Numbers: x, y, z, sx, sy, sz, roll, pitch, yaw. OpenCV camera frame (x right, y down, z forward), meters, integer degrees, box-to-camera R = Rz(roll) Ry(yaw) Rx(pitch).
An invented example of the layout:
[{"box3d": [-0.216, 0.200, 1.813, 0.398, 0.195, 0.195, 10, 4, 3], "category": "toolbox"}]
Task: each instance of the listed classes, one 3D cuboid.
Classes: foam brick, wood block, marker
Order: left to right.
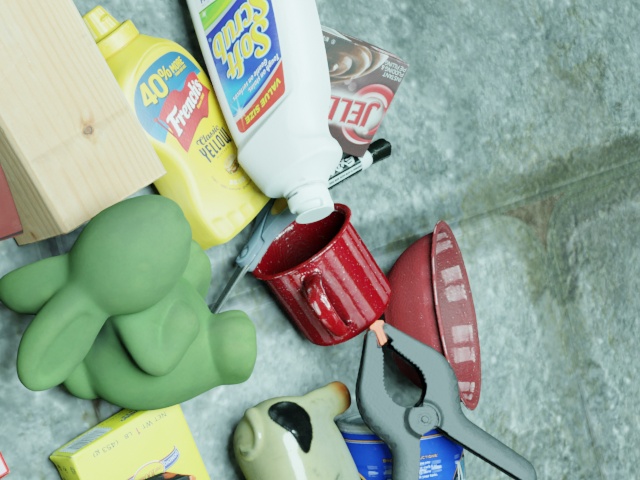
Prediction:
[{"box3d": [-0.238, -0.019, 0.696, 0.052, 0.078, 0.051, -20, 98, -35], "category": "foam brick"}, {"box3d": [-0.205, -0.110, 0.721, 0.090, 0.090, 0.206, -36, 105, -33], "category": "wood block"}, {"box3d": [0.017, -0.059, 0.915, 0.120, 0.020, 0.020, -31, 103, -33], "category": "marker"}]

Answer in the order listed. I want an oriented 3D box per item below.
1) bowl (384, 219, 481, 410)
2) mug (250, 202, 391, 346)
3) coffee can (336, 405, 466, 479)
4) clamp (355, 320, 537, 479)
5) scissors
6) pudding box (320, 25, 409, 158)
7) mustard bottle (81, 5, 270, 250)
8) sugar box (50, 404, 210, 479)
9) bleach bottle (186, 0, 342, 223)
[{"box3d": [0.092, 0.067, 0.906, 0.162, 0.055, 0.162, -11, 90, -73], "category": "bowl"}, {"box3d": [0.005, 0.035, 0.844, 0.093, 0.117, 0.081, -31, 113, 8], "category": "mug"}, {"box3d": [0.071, 0.212, 0.873, 0.102, 0.103, 0.140, -4, 88, -35], "category": "coffee can"}, {"box3d": [0.070, 0.145, 0.803, 0.120, 0.039, 0.171, -33, 81, -17], "category": "clamp"}, {"box3d": [-0.056, 0.001, 0.850, 0.016, 0.096, 0.202, 35, 97, -22], "category": "scissors"}, {"box3d": [0.006, -0.125, 0.876, 0.113, 0.039, 0.090, 14, 110, -34], "category": "pudding box"}, {"box3d": [-0.114, -0.092, 0.802, 0.191, 0.058, 0.096, 53, 48, -18], "category": "mustard bottle"}, {"box3d": [-0.117, 0.210, 0.776, 0.093, 0.048, 0.176, -29, 100, -34], "category": "sugar box"}, {"box3d": [-0.035, -0.135, 0.793, 0.068, 0.103, 0.251, 11, 57, -58], "category": "bleach bottle"}]
